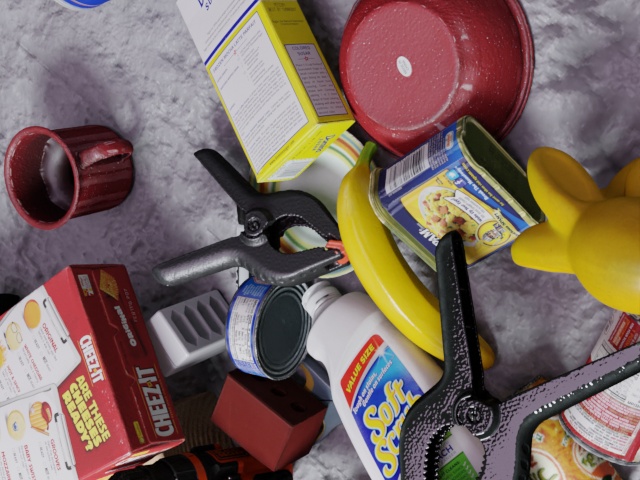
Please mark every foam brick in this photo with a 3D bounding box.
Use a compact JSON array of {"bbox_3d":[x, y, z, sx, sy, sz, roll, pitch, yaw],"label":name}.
[{"bbox_3d":[-0.044,0.146,0.900,0.078,0.052,0.051,34,116,24],"label":"foam brick"}]

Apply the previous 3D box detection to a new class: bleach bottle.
[{"bbox_3d":[0.057,0.134,0.823,0.103,0.068,0.251,-46,59,13],"label":"bleach bottle"}]

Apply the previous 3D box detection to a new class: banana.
[{"bbox_3d":[0.063,0.023,0.803,0.198,0.069,0.037,62,161,-3],"label":"banana"}]

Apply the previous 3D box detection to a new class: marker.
[{"bbox_3d":[-0.064,0.017,0.925,0.020,0.020,0.121,10,106,31],"label":"marker"}]

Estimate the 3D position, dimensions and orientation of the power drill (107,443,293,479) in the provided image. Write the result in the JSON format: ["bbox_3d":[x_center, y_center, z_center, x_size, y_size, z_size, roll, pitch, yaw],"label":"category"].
[{"bbox_3d":[-0.057,0.220,0.845,0.188,0.184,0.057,25,109,45],"label":"power drill"}]

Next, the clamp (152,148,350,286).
[{"bbox_3d":[-0.056,0.001,0.857,0.172,0.039,0.120,21,86,29],"label":"clamp"}]

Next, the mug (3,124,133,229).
[{"bbox_3d":[-0.217,-0.066,0.967,0.117,0.081,0.093,-25,87,34],"label":"mug"}]

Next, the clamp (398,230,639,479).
[{"bbox_3d":[0.120,0.116,0.718,0.165,0.036,0.210,22,96,29],"label":"clamp"}]

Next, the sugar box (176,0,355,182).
[{"bbox_3d":[-0.046,-0.143,0.839,0.094,0.048,0.176,-39,67,45],"label":"sugar box"}]

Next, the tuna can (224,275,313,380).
[{"bbox_3d":[-0.041,0.070,0.883,0.034,0.085,0.086,8,105,33],"label":"tuna can"}]

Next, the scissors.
[{"bbox_3d":[0.025,0.124,0.894,0.202,0.016,0.096,-21,89,34],"label":"scissors"}]

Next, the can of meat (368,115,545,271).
[{"bbox_3d":[0.099,-0.030,0.767,0.084,0.057,0.102,-33,120,31],"label":"can of meat"}]

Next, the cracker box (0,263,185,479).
[{"bbox_3d":[-0.228,0.137,0.922,0.214,0.071,0.164,-32,73,34],"label":"cracker box"}]

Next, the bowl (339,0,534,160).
[{"bbox_3d":[0.071,-0.129,0.784,0.162,0.055,0.162,8,105,31],"label":"bowl"}]
